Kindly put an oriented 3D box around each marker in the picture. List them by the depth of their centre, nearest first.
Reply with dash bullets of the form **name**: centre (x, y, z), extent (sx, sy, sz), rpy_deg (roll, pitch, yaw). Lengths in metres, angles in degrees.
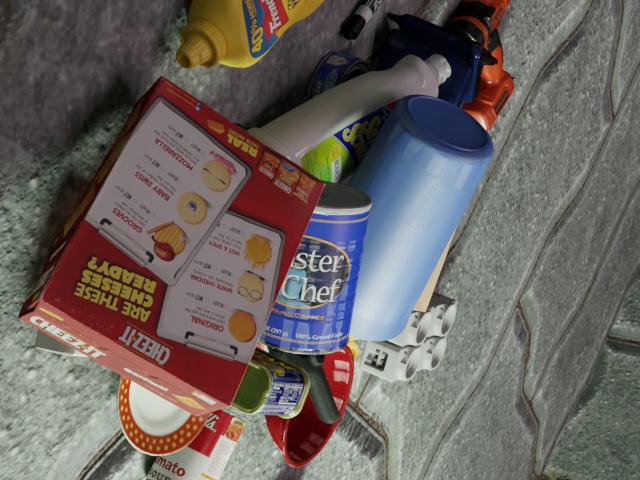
- **marker**: centre (0.059, -0.263, 1.169), extent (0.121, 0.020, 0.020), rpy_deg (-57, 152, -24)

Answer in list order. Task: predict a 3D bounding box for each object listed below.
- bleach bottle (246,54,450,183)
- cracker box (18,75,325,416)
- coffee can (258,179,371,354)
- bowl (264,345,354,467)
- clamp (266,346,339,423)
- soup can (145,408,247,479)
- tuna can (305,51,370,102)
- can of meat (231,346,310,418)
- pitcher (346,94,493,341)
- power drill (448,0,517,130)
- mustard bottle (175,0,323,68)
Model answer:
- **bleach bottle**: centre (0.038, -0.127, 1.099), extent (0.250, 0.068, 0.102), rpy_deg (-36, 143, -23)
- **cracker box**: centre (-0.111, 0.005, 0.835), extent (0.072, 0.164, 0.213), rpy_deg (-30, -148, 56)
- **coffee can**: centre (-0.013, 0.022, 0.994), extent (0.102, 0.103, 0.140), rpy_deg (-19, 121, -58)
- **bowl**: centre (-0.022, 0.193, 1.311), extent (0.161, 0.055, 0.162), rpy_deg (-43, 144, -43)
- **clamp**: centre (-0.007, 0.120, 1.212), extent (0.171, 0.039, 0.120), rpy_deg (53, 44, -44)
- **soup can**: centre (-0.128, 0.217, 1.105), extent (0.102, 0.069, 0.068), rpy_deg (-63, 154, -12)
- **tuna can**: centre (0.021, -0.159, 1.156), extent (0.086, 0.034, 0.086), rpy_deg (-43, 144, -43)
- **can of meat**: centre (-0.076, 0.145, 1.117), extent (0.083, 0.102, 0.057), rpy_deg (19, 92, -62)
- **pitcher**: centre (0.082, -0.027, 1.100), extent (0.149, 0.144, 0.243), rpy_deg (-98, -151, -51)
- **power drill**: centre (0.213, -0.238, 1.447), extent (0.184, 0.057, 0.187), rpy_deg (-55, 151, -27)
- **mustard bottle**: centre (-0.062, -0.207, 0.929), extent (0.191, 0.058, 0.096), rpy_deg (-49, 148, -35)
